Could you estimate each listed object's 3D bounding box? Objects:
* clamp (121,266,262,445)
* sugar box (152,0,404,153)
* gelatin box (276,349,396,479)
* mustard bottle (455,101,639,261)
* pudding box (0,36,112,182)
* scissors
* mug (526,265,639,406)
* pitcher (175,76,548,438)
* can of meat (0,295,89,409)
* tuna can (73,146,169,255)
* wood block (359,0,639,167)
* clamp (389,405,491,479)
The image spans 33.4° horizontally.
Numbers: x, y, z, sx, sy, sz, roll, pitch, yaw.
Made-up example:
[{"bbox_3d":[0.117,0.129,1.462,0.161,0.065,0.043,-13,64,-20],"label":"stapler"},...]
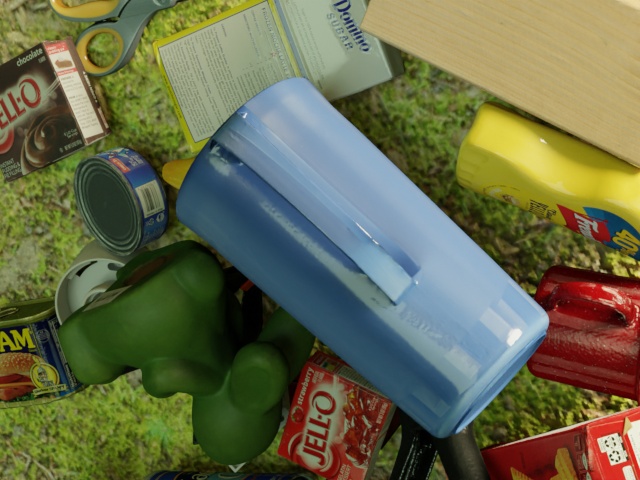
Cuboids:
[{"bbox_3d":[-0.112,0.083,0.883,0.120,0.039,0.171,24,106,-21],"label":"clamp"},{"bbox_3d":[-0.033,-0.137,0.801,0.176,0.048,0.093,-17,99,22],"label":"sugar box"},{"bbox_3d":[0.013,0.139,0.812,0.073,0.030,0.089,24,114,15],"label":"gelatin box"},{"bbox_3d":[0.187,-0.028,0.712,0.192,0.096,0.058,25,81,13],"label":"mustard bottle"},{"bbox_3d":[-0.237,-0.108,0.891,0.114,0.039,0.090,-18,98,34],"label":"pudding box"},{"bbox_3d":[-0.128,-0.174,0.846,0.202,0.016,0.096,8,110,21],"label":"scissors"},{"bbox_3d":[0.188,0.058,0.731,0.082,0.117,0.093,11,71,25],"label":"mug"},{"bbox_3d":[0.027,0.011,0.703,0.243,0.149,0.145,42,132,16],"label":"pitcher"},{"bbox_3d":[-0.263,0.101,0.964,0.102,0.057,0.084,-9,104,26],"label":"can of meat"},{"bbox_3d":[-0.163,-0.033,0.877,0.086,0.033,0.086,24,127,35],"label":"tuna can"},{"bbox_3d":[0.144,-0.139,0.700,0.206,0.090,0.091,28,114,12],"label":"wood block"},{"bbox_3d":[0.089,0.133,0.771,0.165,0.036,0.210,-20,62,62],"label":"clamp"}]
